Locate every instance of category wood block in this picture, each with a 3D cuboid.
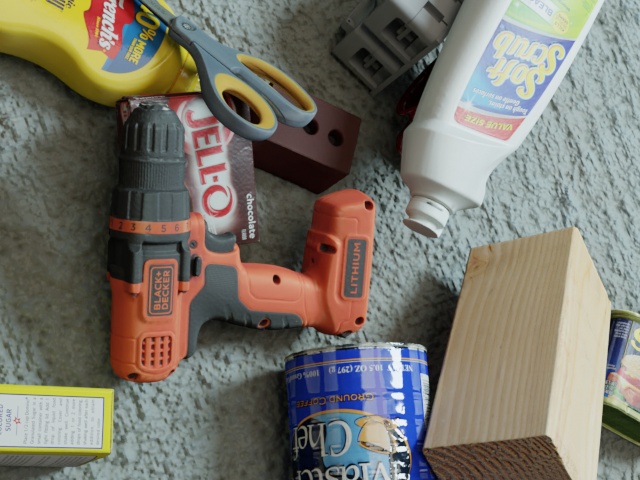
[{"bbox_3d":[0.149,0.096,0.773,0.090,0.091,0.206,58,33,-29],"label":"wood block"}]

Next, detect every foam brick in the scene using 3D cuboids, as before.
[{"bbox_3d":[-0.018,-0.078,0.814,0.078,0.051,0.053,22,66,-19],"label":"foam brick"}]

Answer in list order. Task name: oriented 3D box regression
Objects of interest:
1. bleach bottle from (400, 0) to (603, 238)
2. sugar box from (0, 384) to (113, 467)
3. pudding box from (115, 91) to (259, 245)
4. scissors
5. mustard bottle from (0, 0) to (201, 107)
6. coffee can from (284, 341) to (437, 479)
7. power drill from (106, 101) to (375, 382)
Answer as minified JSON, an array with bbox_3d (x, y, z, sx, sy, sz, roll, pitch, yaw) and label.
[{"bbox_3d":[0.131,-0.114,0.794,0.102,0.068,0.250,32,77,-26],"label":"bleach bottle"},{"bbox_3d":[-0.221,0.109,0.635,0.176,0.093,0.048,9,71,-25],"label":"sugar box"},{"bbox_3d":[-0.093,-0.048,0.755,0.089,0.039,0.113,-10,104,-28],"label":"pudding box"},{"bbox_3d":[-0.093,-0.131,0.729,0.201,0.016,0.096,31,35,-7],"label":"scissors"},{"bbox_3d":[-0.159,-0.149,0.761,0.191,0.058,0.096,27,57,-18],"label":"mustard bottle"},{"bbox_3d":[0.029,0.148,0.742,0.102,0.103,0.140,3,74,-26],"label":"coffee can"},{"bbox_3d":[-0.055,0.001,0.732,0.187,0.057,0.184,-1,101,-29],"label":"power drill"}]
